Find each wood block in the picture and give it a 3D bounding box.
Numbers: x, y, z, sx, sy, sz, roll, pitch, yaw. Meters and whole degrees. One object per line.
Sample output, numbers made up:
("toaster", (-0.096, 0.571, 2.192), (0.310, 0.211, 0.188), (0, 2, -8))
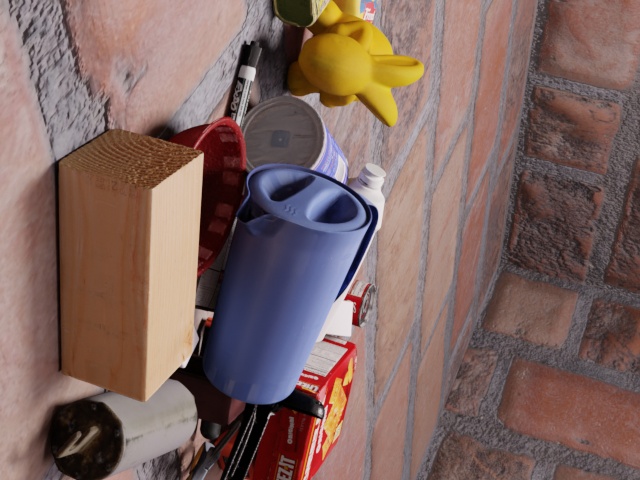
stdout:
("wood block", (-0.165, 0.021, 0.920), (0.090, 0.090, 0.206), (-49, 150, -56))

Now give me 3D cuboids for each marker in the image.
("marker", (-0.086, -0.156, 1.151), (0.020, 0.020, 0.121), (5, 99, -74))

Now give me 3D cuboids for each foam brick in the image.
("foam brick", (-0.126, 0.169, 1.208), (0.053, 0.078, 0.051), (-35, 136, -66))

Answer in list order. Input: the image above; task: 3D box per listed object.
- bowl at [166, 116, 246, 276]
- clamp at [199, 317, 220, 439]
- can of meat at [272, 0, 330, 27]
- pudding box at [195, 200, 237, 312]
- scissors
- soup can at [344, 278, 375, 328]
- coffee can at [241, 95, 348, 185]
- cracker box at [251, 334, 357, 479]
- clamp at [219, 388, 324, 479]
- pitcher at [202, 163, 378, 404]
("bowl", (-0.130, -0.046, 1.035), (0.162, 0.055, 0.162), (16, 90, -74))
("clamp", (-0.122, 0.162, 1.290), (0.171, 0.039, 0.120), (78, 27, -53))
("can of meat", (-0.015, -0.301, 1.190), (0.102, 0.057, 0.083), (86, 28, -48))
("pudding box", (-0.124, 0.018, 1.147), (0.090, 0.039, 0.113), (31, 73, -74))
("scissors", (-0.126, 0.245, 1.261), (0.202, 0.016, 0.096), (-57, -171, 33))
("soup can", (0.024, 0.084, 1.589), (0.068, 0.102, 0.068), (16, 90, -74))
("coffee can", (-0.030, -0.096, 1.242), (0.140, 0.103, 0.103), (46, 61, -72))
("cracker box", (-0.018, 0.236, 1.443), (0.213, 0.072, 0.164), (-38, 142, -70))
("clamp", (-0.055, 0.181, 1.242), (0.165, 0.036, 0.210), (-40, -153, 26))
("pitcher", (-0.037, 0.050, 1.134), (0.145, 0.149, 0.243), (-80, -172, -62))
